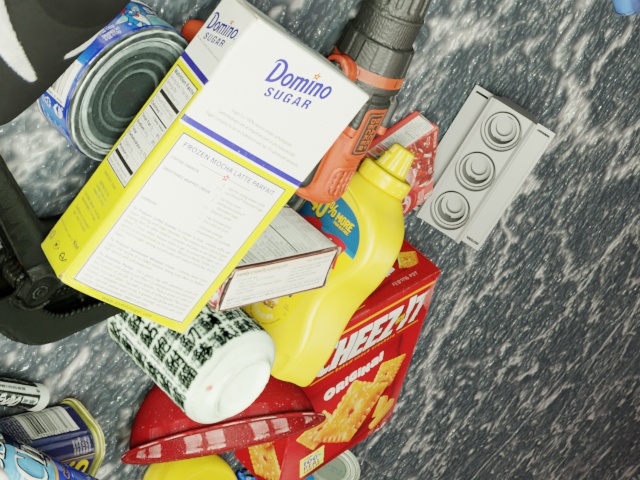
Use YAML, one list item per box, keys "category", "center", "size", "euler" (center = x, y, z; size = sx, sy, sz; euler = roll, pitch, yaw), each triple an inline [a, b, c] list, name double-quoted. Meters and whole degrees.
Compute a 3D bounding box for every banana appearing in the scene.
- category: "banana"
  center: [-0.113, 0.216, 0.940]
  size: [0.197, 0.037, 0.069]
  euler: [21, 81, -69]

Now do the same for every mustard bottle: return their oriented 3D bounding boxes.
- category: "mustard bottle"
  center: [0.010, 0.009, 0.807]
  size: [0.058, 0.096, 0.192]
  euler: [25, 105, -40]

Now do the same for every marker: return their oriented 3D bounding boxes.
- category: "marker"
  center: [-0.202, 0.094, 0.666]
  size: [0.020, 0.020, 0.121]
  euler: [-47, 166, -3]

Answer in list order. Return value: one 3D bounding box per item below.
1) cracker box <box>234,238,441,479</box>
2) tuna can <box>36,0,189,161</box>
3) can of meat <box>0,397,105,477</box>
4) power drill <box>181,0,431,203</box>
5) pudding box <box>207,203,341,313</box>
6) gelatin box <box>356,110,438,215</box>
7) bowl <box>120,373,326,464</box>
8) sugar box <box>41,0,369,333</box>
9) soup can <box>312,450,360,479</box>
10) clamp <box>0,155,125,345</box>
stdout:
- category: "cracker box"
  center: [0.013, 0.115, 0.975]
  size: [0.163, 0.072, 0.214]
  euler: [-27, 145, -36]
- category: "tuna can"
  center: [-0.110, -0.086, 0.581]
  size: [0.086, 0.034, 0.086]
  euler: [-35, 150, -25]
- category: "can of meat"
  center: [-0.208, 0.164, 0.735]
  size: [0.083, 0.057, 0.102]
  euler: [-4, 129, -50]
- category: "power drill"
  center: [-0.014, -0.098, 0.679]
  size: [0.187, 0.057, 0.185]
  euler: [-10, 132, -49]
- category: "pudding box"
  center: [-0.055, 0.001, 0.711]
  size: [0.113, 0.090, 0.039]
  euler: [-12, 135, -49]
- category: "gelatin box"
  center: [0.060, -0.052, 0.875]
  size: [0.073, 0.030, 0.089]
  euler: [-35, 150, -23]
- category: "bowl"
  center: [-0.079, 0.131, 0.834]
  size: [0.162, 0.055, 0.162]
  euler: [-11, 163, -4]
- category: "sugar box"
  center: [-0.064, -0.038, 0.586]
  size: [0.093, 0.048, 0.176]
  euler: [29, 103, -43]
- category: "soup can"
  center: [0.000, 0.278, 1.169]
  size: [0.068, 0.069, 0.102]
  euler: [-23, 143, -39]
- category: "clamp"
  center: [-0.181, 0.027, 0.619]
  size: [0.164, 0.036, 0.209]
  euler: [-51, 153, 7]
